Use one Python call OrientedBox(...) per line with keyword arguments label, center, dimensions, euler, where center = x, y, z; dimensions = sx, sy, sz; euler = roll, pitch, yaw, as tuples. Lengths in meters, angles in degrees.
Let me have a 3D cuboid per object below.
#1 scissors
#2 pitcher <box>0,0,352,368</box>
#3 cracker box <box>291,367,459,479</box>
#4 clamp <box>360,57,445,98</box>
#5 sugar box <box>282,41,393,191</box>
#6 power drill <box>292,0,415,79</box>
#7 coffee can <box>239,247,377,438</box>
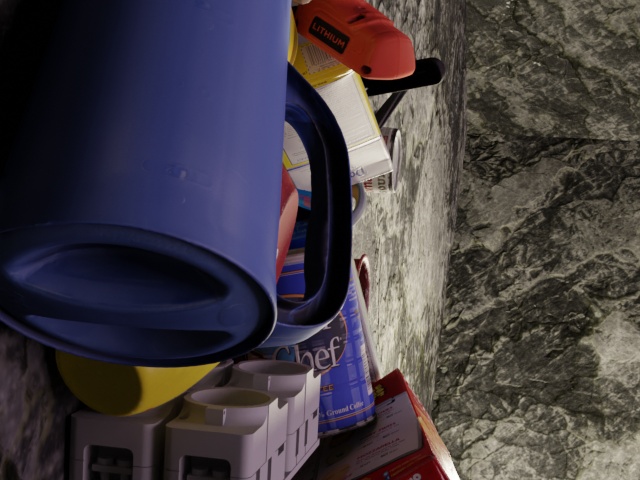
OrientedBox(label="scissors", center=(0.044, -0.077, 1.021), dimensions=(0.201, 0.096, 0.016), euler=(-42, 137, -11))
OrientedBox(label="pitcher", center=(-0.067, -0.066, 0.522), dimensions=(0.149, 0.145, 0.242), euler=(60, 30, -54))
OrientedBox(label="cracker box", center=(0.023, 0.199, 0.848), dimensions=(0.072, 0.164, 0.214), euler=(57, 3, -9))
OrientedBox(label="clamp", center=(0.039, -0.154, 1.053), dimensions=(0.210, 0.164, 0.036), euler=(-78, 151, -74))
OrientedBox(label="sugar box", center=(0.001, -0.103, 0.927), dimensions=(0.176, 0.093, 0.048), euler=(61, 11, -64))
OrientedBox(label="power drill", center=(0.052, -0.214, 0.756), dimensions=(0.057, 0.185, 0.188), euler=(-9, 127, -37))
OrientedBox(label="coffee can", center=(-0.016, 0.078, 0.849), dimensions=(0.102, 0.103, 0.140), euler=(-19, 100, -78))
